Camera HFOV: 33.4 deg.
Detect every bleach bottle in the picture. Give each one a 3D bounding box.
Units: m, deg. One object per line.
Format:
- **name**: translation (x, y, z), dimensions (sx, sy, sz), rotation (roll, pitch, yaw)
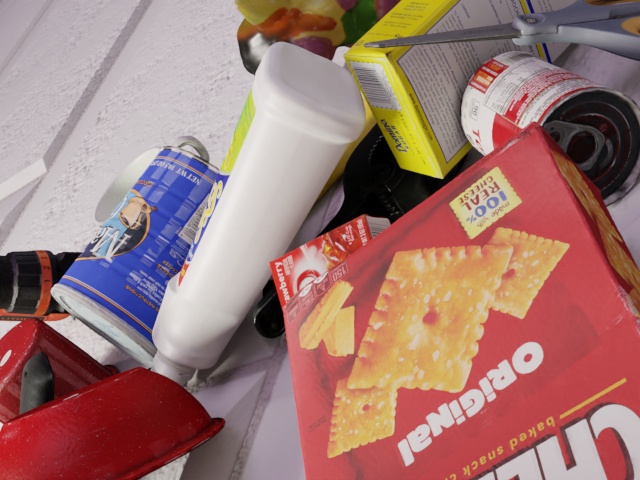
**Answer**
- **bleach bottle**: translation (-0.055, 0.001, 0.700), dimensions (0.102, 0.068, 0.251), rotation (-94, 28, -62)

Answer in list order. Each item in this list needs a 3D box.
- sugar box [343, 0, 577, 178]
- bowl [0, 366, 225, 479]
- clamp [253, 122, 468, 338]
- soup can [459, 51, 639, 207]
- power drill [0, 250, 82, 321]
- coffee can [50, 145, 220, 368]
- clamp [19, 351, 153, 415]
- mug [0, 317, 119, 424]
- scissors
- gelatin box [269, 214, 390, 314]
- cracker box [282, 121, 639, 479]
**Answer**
- **sugar box**: translation (0.100, -0.131, 0.665), dimensions (0.048, 0.093, 0.176), rotation (17, 56, 47)
- **bowl**: translation (-0.143, 0.121, 0.662), dimensions (0.162, 0.055, 0.162), rotation (-22, -1, 0)
- **clamp**: translation (0.038, -0.025, 0.703), dimensions (0.165, 0.036, 0.210), rotation (-20, 37, 32)
- **soup can**: translation (0.127, -0.064, 0.596), dimensions (0.068, 0.068, 0.102), rotation (-45, 26, 4)
- **power drill**: translation (-0.248, 0.041, 0.911), dimensions (0.188, 0.184, 0.057), rotation (-6, 81, 59)
- **coffee can**: translation (-0.122, 0.013, 0.817), dimensions (0.140, 0.102, 0.103), rotation (-55, 27, -17)
- **clamp**: translation (-0.185, 0.143, 0.766), dimensions (0.172, 0.120, 0.039), rotation (-54, 46, 28)
- **mug**: translation (-0.229, 0.122, 0.848), dimensions (0.117, 0.081, 0.093), rotation (-39, 27, 16)
- **scissors**: translation (0.134, -0.112, 0.592), dimensions (0.201, 0.016, 0.096), rotation (-17, 38, -21)
- **gelatin box**: translation (0.016, 0.040, 0.610), dimensions (0.073, 0.030, 0.089), rotation (-27, 70, 32)
- **cracker box**: translation (0.070, 0.072, 0.458), dimensions (0.164, 0.072, 0.214), rotation (-36, 37, 21)
